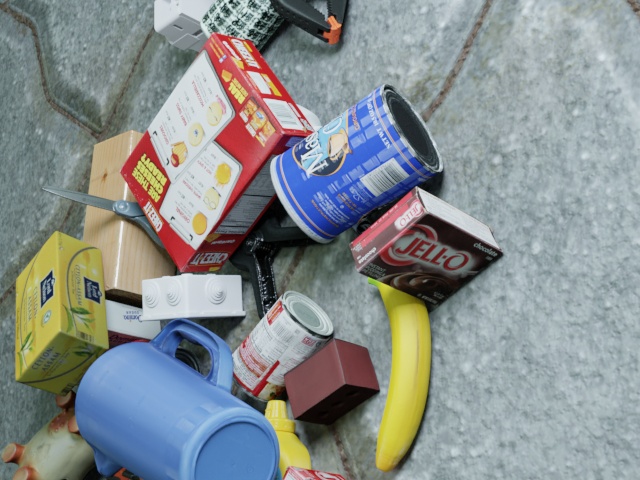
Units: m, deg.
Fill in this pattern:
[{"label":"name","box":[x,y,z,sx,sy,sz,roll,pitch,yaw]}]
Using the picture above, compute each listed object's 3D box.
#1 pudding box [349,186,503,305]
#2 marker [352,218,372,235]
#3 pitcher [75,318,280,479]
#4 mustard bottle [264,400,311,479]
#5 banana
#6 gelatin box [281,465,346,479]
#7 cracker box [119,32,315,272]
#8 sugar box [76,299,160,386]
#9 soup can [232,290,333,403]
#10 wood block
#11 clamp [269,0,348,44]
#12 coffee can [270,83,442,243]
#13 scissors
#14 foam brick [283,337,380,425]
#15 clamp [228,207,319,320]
[{"label":"pudding box","box":[0.097,0.007,0.978,0.090,0.113,0.039,-41,47,28]},{"label":"marker","box":[0.054,-0.003,1.096,0.020,0.020,0.121,-56,44,16]},{"label":"pitcher","box":[-0.141,0.182,1.085,0.243,0.144,0.149,13,119,55]},{"label":"mustard bottle","box":[-0.048,0.258,1.076,0.096,0.058,0.191,-23,60,50]},{"label":"banana","box":[0.078,0.118,1.018,0.070,0.037,0.198,-34,50,55]},{"label":"gelatin box","box":[0.014,0.249,1.006,0.089,0.073,0.030,32,98,48]},{"label":"cracker box","box":[-0.115,-0.095,1.186,0.214,0.071,0.164,-51,58,28]},{"label":"sugar box","box":[-0.291,0.131,1.349,0.177,0.093,0.048,-31,55,34]},{"label":"soup can","box":[-0.043,0.111,1.118,0.102,0.068,0.068,-50,46,20]},{"label":"wood block","box":[-0.239,-0.023,1.353,0.091,0.090,0.206,-14,66,44]},{"label":"clamp","box":[-0.019,-0.317,1.239,0.210,0.164,0.036,55,160,23]},{"label":"coffee can","box":[0.035,-0.075,1.063,0.140,0.102,0.103,-32,54,22]},{"label":"scissors","box":[-0.226,-0.051,1.295,0.016,0.201,0.096,-45,18,58]},{"label":"foam brick","box":[0.011,0.142,1.063,0.078,0.052,0.051,-39,51,31]},{"label":"clamp","box":[-0.058,0.001,1.196,0.120,0.039,0.172,-49,46,13]}]
